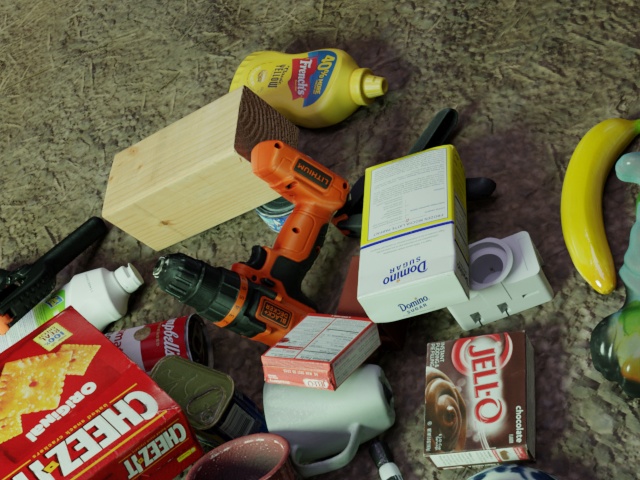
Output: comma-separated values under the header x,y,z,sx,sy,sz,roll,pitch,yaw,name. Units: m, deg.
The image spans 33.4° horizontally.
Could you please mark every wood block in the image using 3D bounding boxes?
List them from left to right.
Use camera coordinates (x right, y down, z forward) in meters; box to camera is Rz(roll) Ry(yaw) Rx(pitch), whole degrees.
x,y,z,sx,sy,sz,roll,pitch,yaw,name
-0.132,-0.074,1.160,0.206,0.090,0.090,-22,48,35,wood block

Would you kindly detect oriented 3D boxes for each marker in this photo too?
x,y,z,sx,sy,sz,roll,pitch,yaw,name
0.069,0.220,0.911,0.020,0.020,0.121,-33,48,7,marker

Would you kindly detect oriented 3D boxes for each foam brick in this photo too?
x,y,z,sx,sy,sz,roll,pitch,yaw,name
0.054,0.060,1.013,0.051,0.053,0.078,-1,57,30,foam brick

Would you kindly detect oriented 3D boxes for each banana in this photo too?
x,y,z,sx,sy,sz,roll,pitch,yaw,name
0.254,-0.042,0.975,0.070,0.037,0.197,4,60,34,banana

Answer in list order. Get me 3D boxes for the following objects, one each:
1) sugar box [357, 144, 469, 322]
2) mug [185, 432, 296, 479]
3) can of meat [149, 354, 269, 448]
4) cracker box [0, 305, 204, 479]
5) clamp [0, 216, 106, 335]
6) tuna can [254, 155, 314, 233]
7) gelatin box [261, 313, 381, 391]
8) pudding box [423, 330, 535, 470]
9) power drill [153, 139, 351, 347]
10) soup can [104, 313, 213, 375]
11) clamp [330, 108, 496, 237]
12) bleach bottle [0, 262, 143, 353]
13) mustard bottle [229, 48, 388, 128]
x,y,z,sx,sy,sz,roll,pitch,yaw,name
0.086,-0.008,0.977,0.093,0.048,0.176,-16,42,21,sugar box
-0.057,0.218,0.908,0.093,0.081,0.117,-20,17,0,mug
-0.107,0.160,1.015,0.102,0.084,0.057,14,66,37,can of meat
-0.231,0.165,0.950,0.164,0.072,0.214,-36,40,-21,cracker box
-0.326,0.042,1.215,0.164,0.036,0.210,-29,19,6,clamp
-0.031,-0.052,1.156,0.086,0.033,0.086,-16,51,21,tuna can
0.001,0.098,0.948,0.073,0.030,0.089,2,25,32,gelatin box
0.137,0.137,0.916,0.090,0.039,0.113,-11,53,24,pudding box
-0.057,0.001,1.029,0.057,0.184,0.187,-10,56,54,power drill
-0.168,0.117,1.085,0.102,0.068,0.068,-13,52,13,soup can
0.093,-0.049,1.077,0.171,0.039,0.120,-39,42,9,clamp
-0.303,0.114,1.183,0.251,0.068,0.103,-35,48,1,bleach bottle
-0.010,-0.173,1.214,0.192,0.058,0.096,4,60,32,mustard bottle
